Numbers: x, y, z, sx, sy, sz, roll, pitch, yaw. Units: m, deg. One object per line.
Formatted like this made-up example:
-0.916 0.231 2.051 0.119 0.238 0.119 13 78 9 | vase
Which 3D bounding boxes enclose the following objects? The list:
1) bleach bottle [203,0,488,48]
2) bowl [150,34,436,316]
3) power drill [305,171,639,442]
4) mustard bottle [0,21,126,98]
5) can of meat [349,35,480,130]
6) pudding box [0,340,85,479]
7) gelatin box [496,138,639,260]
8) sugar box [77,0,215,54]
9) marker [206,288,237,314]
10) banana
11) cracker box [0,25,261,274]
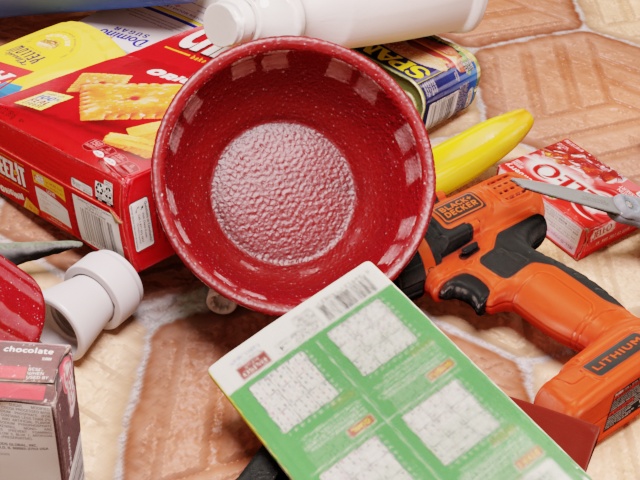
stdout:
0.018 -0.169 0.757 0.103 0.068 0.250 23 31 30 | bleach bottle
-0.018 -0.033 0.619 0.162 0.055 0.162 2 81 -10 | bowl
0.104 0.043 0.636 0.184 0.057 0.188 -27 50 -24 | power drill
-0.235 -0.100 0.761 0.096 0.058 0.191 30 45 34 | mustard bottle
0.063 -0.128 0.841 0.102 0.057 0.083 33 43 27 | can of meat
-0.159 0.092 0.494 0.090 0.113 0.039 5 42 -3 | pudding box
0.180 -0.032 0.760 0.073 0.030 0.089 -22 47 -30 | gelatin box
-0.114 -0.178 0.886 0.093 0.048 0.176 26 46 24 | sugar box
-0.055 0.001 0.695 0.020 0.020 0.121 8 39 1 | marker
0.068 -0.045 0.734 0.197 0.070 0.037 -21 76 -36 | banana
-0.095 -0.076 0.723 0.164 0.072 0.213 26 42 38 | cracker box
